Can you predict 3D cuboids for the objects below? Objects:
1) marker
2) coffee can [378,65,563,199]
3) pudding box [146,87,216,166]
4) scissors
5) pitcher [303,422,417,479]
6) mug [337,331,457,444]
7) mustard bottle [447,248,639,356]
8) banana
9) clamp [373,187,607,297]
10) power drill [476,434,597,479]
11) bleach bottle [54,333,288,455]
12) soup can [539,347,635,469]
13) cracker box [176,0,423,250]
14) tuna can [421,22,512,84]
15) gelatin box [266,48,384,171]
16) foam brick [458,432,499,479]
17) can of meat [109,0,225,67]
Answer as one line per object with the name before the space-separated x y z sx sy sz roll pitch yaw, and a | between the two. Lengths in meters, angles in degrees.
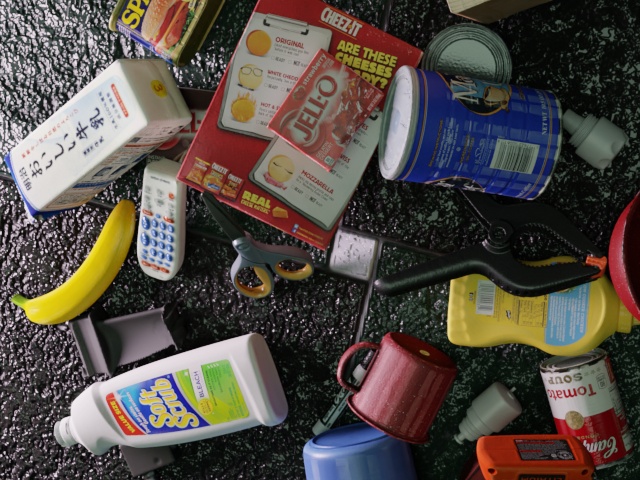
marker | 0.031 0.158 1.124 0.020 0.020 0.121 36 107 8
coffee can | 0.134 -0.097 0.968 0.140 0.103 0.103 8 102 -11
pudding box | -0.124 -0.113 1.114 0.114 0.039 0.090 7 101 15
scissors | -0.057 0.001 1.056 0.096 0.202 0.016 -10 58 -3
pitcher | 0.046 0.317 1.083 0.145 0.149 0.243 -10 93 17
mug | 0.074 0.140 1.069 0.117 0.093 0.081 24 100 -5
mustard bottle | 0.223 0.062 1.030 0.192 0.058 0.096 4 84 15
banana | -0.265 0.037 1.180 0.198 0.037 0.069 -38 83 18
clamp | 0.167 -0.010 1.017 0.210 0.036 0.164 9 72 14
power drill | 0.179 0.274 1.001 0.184 0.057 0.188 -1 114 -4
bleach bottle | -0.168 0.182 1.149 0.251 0.068 0.102 -19 88 13
soup can | 0.258 0.162 1.032 0.069 0.068 0.102 -15 94 18
cracker box | -0.021 -0.122 1.042 0.164 0.072 0.214 26 98 -4
tuna can | 0.142 -0.166 1.027 0.086 0.033 0.086 3 103 13
gelatin box | 0.004 -0.121 0.989 0.073 0.030 0.089 35 96 -5
foam brick | 0.173 0.236 1.065 0.051 0.078 0.053 36 107 5
can of meat | -0.154 -0.239 1.094 0.084 0.057 0.102 32 106 7
